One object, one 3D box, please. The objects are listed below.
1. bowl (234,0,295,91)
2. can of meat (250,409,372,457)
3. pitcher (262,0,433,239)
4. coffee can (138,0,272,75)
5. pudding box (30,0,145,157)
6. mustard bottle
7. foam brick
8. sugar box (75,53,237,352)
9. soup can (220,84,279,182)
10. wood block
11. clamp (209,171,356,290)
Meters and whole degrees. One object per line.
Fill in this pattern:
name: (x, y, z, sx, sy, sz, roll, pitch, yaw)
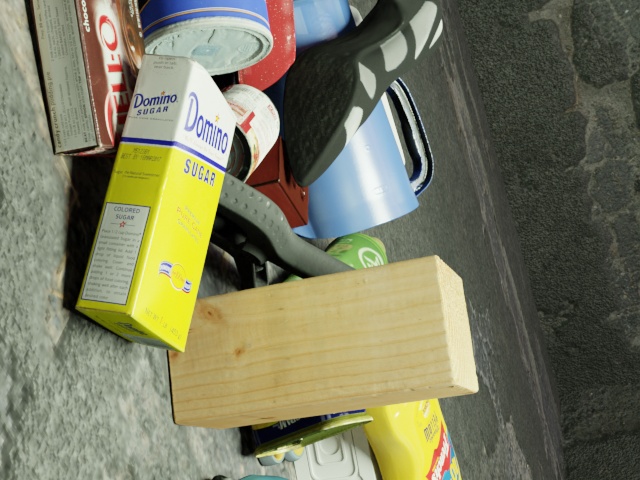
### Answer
bowl: (-0.054, -0.204, 0.960, 0.162, 0.055, 0.162, 174, -90, -86)
can of meat: (-0.017, 0.122, 0.869, 0.057, 0.102, 0.084, 4, 64, -52)
pitcher: (0.015, -0.130, 1.100, 0.149, 0.145, 0.243, -36, 111, -68)
coffee can: (-0.096, -0.211, 0.831, 0.102, 0.103, 0.140, 25, 55, -70)
pudding box: (-0.147, -0.112, 0.705, 0.090, 0.039, 0.113, -15, 94, -74)
mustard bottle: (0.089, 0.200, 0.984, 0.096, 0.058, 0.191, -50, 126, -54)
foam brick: (-0.047, -0.050, 0.986, 0.078, 0.051, 0.053, 56, 28, -54)
sugar box: (-0.103, -0.024, 0.702, 0.093, 0.048, 0.176, 55, 46, -67)
soup can: (-0.076, -0.085, 0.879, 0.102, 0.068, 0.068, -63, 139, -66)
wood block: (0.001, 0.079, 0.782, 0.090, 0.206, 0.090, 33, 48, -68)
clamp: (-0.056, 0.001, 0.852, 0.209, 0.165, 0.036, 40, 63, -33)
